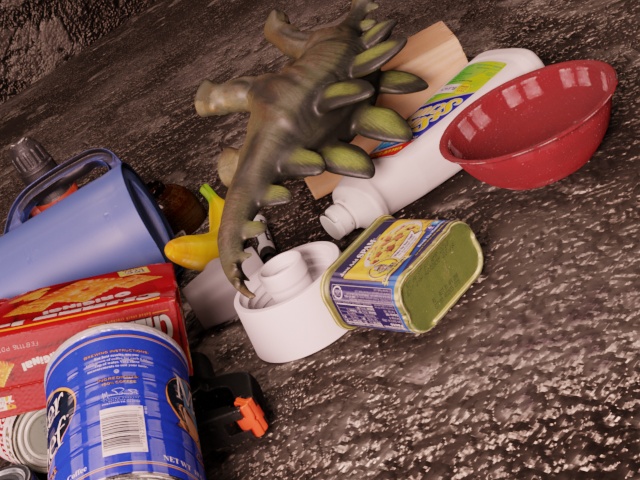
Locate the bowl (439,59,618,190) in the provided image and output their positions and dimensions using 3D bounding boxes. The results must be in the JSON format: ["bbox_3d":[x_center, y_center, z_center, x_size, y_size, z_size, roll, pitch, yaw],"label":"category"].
[{"bbox_3d":[0.187,-0.091,0.923,0.162,0.055,0.162,-24,24,11],"label":"bowl"}]

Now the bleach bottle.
[{"bbox_3d":[0.104,-0.087,1.015,0.250,0.068,0.103,-40,24,-18],"label":"bleach bottle"}]

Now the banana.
[{"bbox_3d":[-0.112,-0.003,1.088,0.037,0.069,0.197,-58,7,17],"label":"banana"}]

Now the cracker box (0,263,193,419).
[{"bbox_3d":[-0.196,0.077,0.899,0.164,0.072,0.214,-13,7,-7],"label":"cracker box"}]

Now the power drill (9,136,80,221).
[{"bbox_3d":[-0.352,-0.004,1.224,0.187,0.184,0.057,-32,25,-2],"label":"power drill"}]

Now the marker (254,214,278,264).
[{"bbox_3d":[-0.057,0.001,1.079,0.020,0.020,0.121,-29,22,2],"label":"marker"}]

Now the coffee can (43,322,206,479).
[{"bbox_3d":[-0.131,0.139,0.714,0.103,0.102,0.140,-27,39,6],"label":"coffee can"}]

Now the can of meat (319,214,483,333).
[{"bbox_3d":[0.064,0.026,0.825,0.084,0.057,0.102,1,38,49],"label":"can of meat"}]

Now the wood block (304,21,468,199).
[{"bbox_3d":[0.063,-0.141,1.143,0.206,0.090,0.091,-27,23,7],"label":"wood block"}]

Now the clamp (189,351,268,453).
[{"bbox_3d":[-0.092,0.125,0.831,0.172,0.039,0.120,-8,33,44],"label":"clamp"}]

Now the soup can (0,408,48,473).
[{"bbox_3d":[-0.253,0.159,0.917,0.068,0.068,0.102,-43,25,-29],"label":"soup can"}]

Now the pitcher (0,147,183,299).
[{"bbox_3d":[-0.283,0.018,1.148,0.243,0.145,0.149,-27,26,3],"label":"pitcher"}]
